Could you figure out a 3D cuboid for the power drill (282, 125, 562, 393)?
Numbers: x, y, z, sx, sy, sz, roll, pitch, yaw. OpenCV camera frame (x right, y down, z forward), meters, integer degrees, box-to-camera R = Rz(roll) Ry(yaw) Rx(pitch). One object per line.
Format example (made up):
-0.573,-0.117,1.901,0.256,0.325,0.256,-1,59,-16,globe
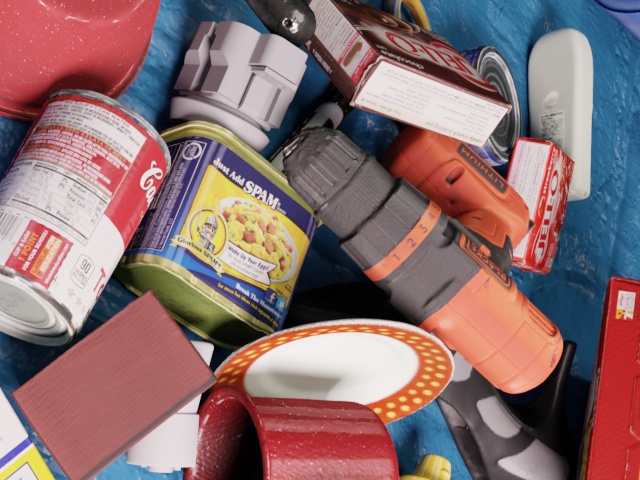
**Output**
0.063,-0.013,0.624,0.184,0.057,0.187,45,22,-8,power drill

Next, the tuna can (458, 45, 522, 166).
0.112,-0.094,0.756,0.086,0.034,0.086,20,66,-55,tuna can

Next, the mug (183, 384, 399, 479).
-0.008,0.123,0.534,0.081,0.117,0.093,7,94,-30,mug

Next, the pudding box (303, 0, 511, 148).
0.050,-0.105,0.653,0.113,0.039,0.090,11,31,-36,pudding box

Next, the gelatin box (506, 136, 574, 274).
0.154,-0.023,0.767,0.073,0.030,0.089,15,87,-63,gelatin box

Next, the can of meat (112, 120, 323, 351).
-0.054,0.001,0.568,0.102,0.058,0.084,37,59,-34,can of meat

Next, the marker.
-0.008,-0.062,0.653,0.020,0.020,0.121,56,49,-20,marker

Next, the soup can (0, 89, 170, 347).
-0.121,-0.011,0.495,0.068,0.069,0.102,43,54,-30,soup can

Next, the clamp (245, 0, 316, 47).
-0.062,-0.183,0.599,0.171,0.039,0.120,49,9,-13,clamp

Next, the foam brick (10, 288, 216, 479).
-0.094,0.066,0.489,0.078,0.053,0.051,-38,93,-10,foam brick

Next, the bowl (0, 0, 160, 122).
-0.133,-0.142,0.521,0.161,0.055,0.162,12,72,-43,bowl
